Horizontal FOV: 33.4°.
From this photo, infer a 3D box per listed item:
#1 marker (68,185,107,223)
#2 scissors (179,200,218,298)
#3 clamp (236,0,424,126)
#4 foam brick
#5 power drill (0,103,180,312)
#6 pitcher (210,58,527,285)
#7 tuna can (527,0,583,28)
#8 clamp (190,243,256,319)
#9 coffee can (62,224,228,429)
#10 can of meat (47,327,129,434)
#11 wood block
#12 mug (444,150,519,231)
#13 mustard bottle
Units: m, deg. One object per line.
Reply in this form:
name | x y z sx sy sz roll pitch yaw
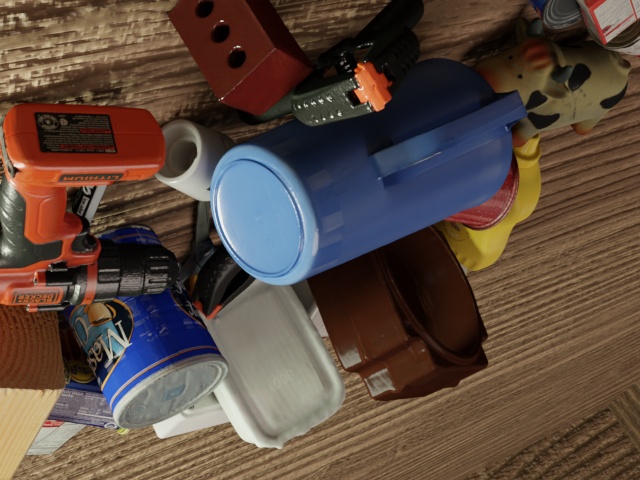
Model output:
marker | -0.164 -0.050 0.792 0.020 0.020 0.121 -13 152 -39
scissors | -0.096 0.004 1.002 0.096 0.016 0.202 -19 155 -33
clamp | 0.026 -0.124 0.738 0.164 0.036 0.210 -36 -164 -4
foam brick | -0.052 -0.129 0.694 0.053 0.078 0.051 -40 158 18
power drill | -0.171 -0.015 0.768 0.184 0.057 0.188 -3 144 -28
pitcher | 0.040 -0.057 0.831 0.242 0.145 0.149 -26 141 -43
tuna can | 0.217 -0.223 0.908 0.086 0.034 0.086 -27 158 -12
clamp | -0.057 0.001 0.992 0.120 0.039 0.172 -5 140 -53
coffee can | -0.154 0.072 0.901 0.102 0.140 0.103 -27 158 -12
can of meat | -0.214 0.122 0.953 0.083 0.102 0.057 15 110 -31
wood block | -0.292 0.139 0.900 0.090 0.090 0.206 7 140 -30
mug | 0.117 -0.059 1.007 0.081 0.093 0.117 6 179 -37
mustard bottle | 0.184 -0.055 1.137 0.058 0.096 0.192 -18 154 -29
